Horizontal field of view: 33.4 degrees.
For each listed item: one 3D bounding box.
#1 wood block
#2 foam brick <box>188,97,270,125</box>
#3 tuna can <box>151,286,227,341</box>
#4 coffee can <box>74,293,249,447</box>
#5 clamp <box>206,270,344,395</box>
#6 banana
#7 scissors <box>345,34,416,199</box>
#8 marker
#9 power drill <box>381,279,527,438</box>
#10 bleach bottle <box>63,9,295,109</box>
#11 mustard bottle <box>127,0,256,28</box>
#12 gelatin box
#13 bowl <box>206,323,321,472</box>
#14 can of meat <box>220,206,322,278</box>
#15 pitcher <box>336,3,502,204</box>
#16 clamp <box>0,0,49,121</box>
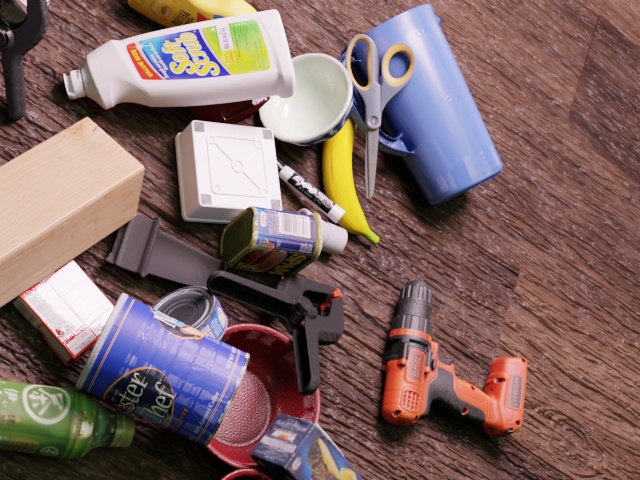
[{"bbox_3d":[-0.288,-0.025,1.080,0.091,0.090,0.205,40,53,15],"label":"wood block"},{"bbox_3d":[-0.111,-0.168,1.281,0.078,0.053,0.051,-32,89,-37],"label":"foam brick"},{"bbox_3d":[-0.144,0.088,1.136,0.086,0.086,0.033,-51,133,-35],"label":"tuna can"},{"bbox_3d":[-0.155,0.128,1.049,0.140,0.103,0.102,27,59,-6],"label":"coffee can"},{"bbox_3d":[-0.021,0.092,1.184,0.165,0.036,0.209,51,24,17],"label":"clamp"},{"bbox_3d":[0.030,-0.091,1.349,0.069,0.037,0.198,14,64,-52],"label":"banana"},{"bbox_3d":[0.083,-0.159,1.324,0.096,0.016,0.202,-12,94,3],"label":"scissors"},{"bbox_3d":[-0.022,-0.066,1.302,0.121,0.020,0.020,39,55,0],"label":"marker"},{"bbox_3d":[0.164,0.155,1.319,0.187,0.057,0.184,20,66,-20],"label":"power drill"},{"bbox_3d":[-0.161,-0.190,1.207,0.250,0.068,0.102,-12,74,-7],"label":"bleach bottle"},{"bbox_3d":[-0.130,-0.265,1.281,0.191,0.096,0.058,30,58,-18],"label":"mustard bottle"},{"bbox_3d":[-0.262,0.073,1.108,0.089,0.030,0.073,50,53,-5],"label":"gelatin box"},{"bbox_3d":[-0.082,0.175,1.161,0.161,0.055,0.162,12,66,-27],"label":"bowl"},{"bbox_3d":[-0.058,0.002,1.217,0.083,0.102,0.057,9,66,-26],"label":"can of meat"},{"bbox_3d":[0.129,-0.169,1.386,0.243,0.149,0.145,63,16,1],"label":"pitcher"},{"bbox_3d":[-0.328,-0.206,1.114,0.120,0.172,0.039,34,25,-28],"label":"clamp"}]
